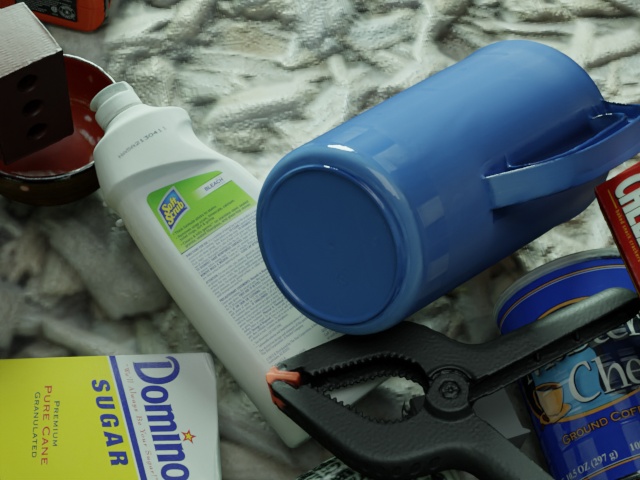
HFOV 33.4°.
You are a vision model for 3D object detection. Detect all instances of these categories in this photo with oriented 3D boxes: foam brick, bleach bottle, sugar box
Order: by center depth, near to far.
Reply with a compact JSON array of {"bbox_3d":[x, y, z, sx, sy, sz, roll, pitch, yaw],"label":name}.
[{"bbox_3d":[-0.148,0.116,0.627,0.176,0.048,0.093,-3,57,-7],"label":"sugar box"},{"bbox_3d":[-0.191,-0.098,0.666,0.053,0.078,0.051,-29,63,-23],"label":"foam brick"},{"bbox_3d":[-0.054,0.001,0.667,0.102,0.068,0.251,-34,80,-21],"label":"bleach bottle"}]

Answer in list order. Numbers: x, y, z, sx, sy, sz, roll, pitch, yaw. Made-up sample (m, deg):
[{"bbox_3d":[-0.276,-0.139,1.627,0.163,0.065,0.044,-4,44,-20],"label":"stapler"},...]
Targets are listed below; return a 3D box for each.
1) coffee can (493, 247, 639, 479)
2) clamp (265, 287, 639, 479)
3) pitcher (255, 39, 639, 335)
[{"bbox_3d":[0.174,0.090,0.647,0.102,0.103,0.140,-7,58,-11],"label":"coffee can"},{"bbox_3d":[0.074,0.097,0.570,0.210,0.036,0.164,-1,53,7],"label":"clamp"},{"bbox_3d":[0.081,-0.037,0.641,0.145,0.149,0.242,41,38,16],"label":"pitcher"}]
